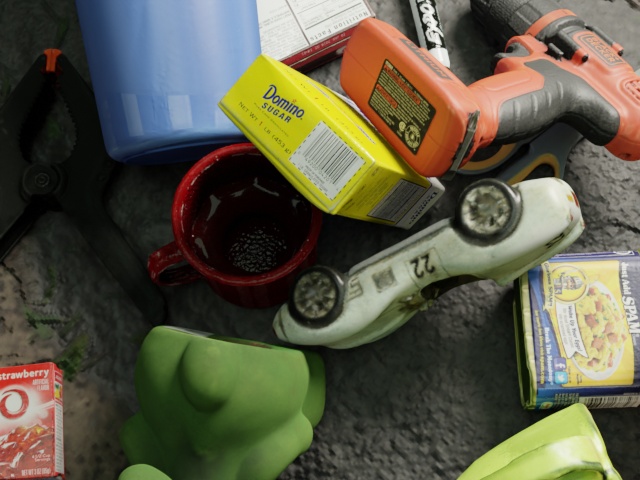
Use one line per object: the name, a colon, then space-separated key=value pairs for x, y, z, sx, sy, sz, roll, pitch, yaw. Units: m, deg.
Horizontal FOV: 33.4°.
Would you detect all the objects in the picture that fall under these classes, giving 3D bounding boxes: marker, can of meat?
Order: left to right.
marker: x=0.078 y=-0.149 z=0.763 sx=0.020 sy=0.020 sz=0.121 roll=-10 pitch=72 yaw=-1
can of meat: x=0.167 y=0.057 z=0.672 sx=0.084 sy=0.057 sz=0.102 roll=-3 pitch=71 yaw=4

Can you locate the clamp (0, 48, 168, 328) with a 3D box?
clamp: x=-0.174 y=-0.030 z=0.725 sx=0.164 sy=0.036 sz=0.210 roll=4 pitch=72 yaw=4

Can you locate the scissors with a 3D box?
scissors: x=0.164 y=-0.091 z=0.742 sx=0.096 sy=0.016 sz=0.201 roll=37 pitch=77 yaw=13

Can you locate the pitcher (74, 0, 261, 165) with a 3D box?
pitcher: x=-0.109 y=-0.175 z=0.709 sx=0.145 sy=0.149 sz=0.243 roll=-9 pitch=89 yaw=11

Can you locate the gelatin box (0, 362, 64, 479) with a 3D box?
gelatin box: x=-0.210 y=0.120 z=0.681 sx=0.089 sy=0.030 sz=0.073 roll=-5 pitch=71 yaw=0

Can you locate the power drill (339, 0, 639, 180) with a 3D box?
power drill: x=0.108 y=-0.111 z=0.678 sx=0.187 sy=0.057 sz=0.185 roll=-14 pitch=50 yaw=-33

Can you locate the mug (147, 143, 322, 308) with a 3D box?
mug: x=-0.054 y=0.001 z=0.686 sx=0.117 sy=0.081 sz=0.093 roll=-26 pitch=72 yaw=-6

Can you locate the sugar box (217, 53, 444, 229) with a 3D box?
sugar box: x=0.015 y=-0.055 z=0.652 sx=0.093 sy=0.176 sz=0.048 roll=46 pitch=104 yaw=14

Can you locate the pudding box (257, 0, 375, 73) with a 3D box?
pudding box: x=-0.024 y=-0.177 z=0.767 sx=0.090 sy=0.039 sz=0.113 roll=-25 pitch=74 yaw=-6
